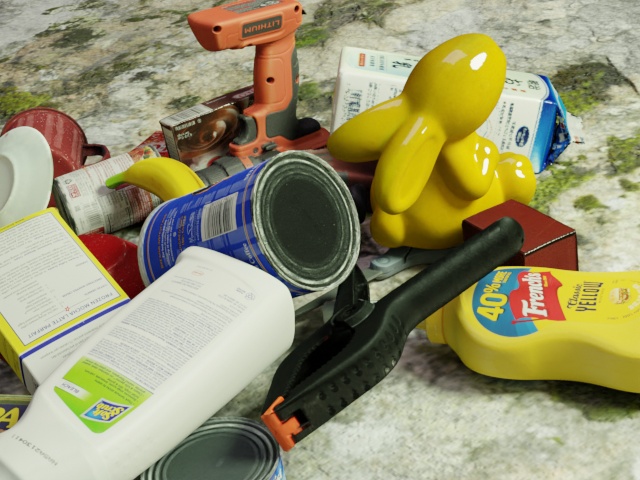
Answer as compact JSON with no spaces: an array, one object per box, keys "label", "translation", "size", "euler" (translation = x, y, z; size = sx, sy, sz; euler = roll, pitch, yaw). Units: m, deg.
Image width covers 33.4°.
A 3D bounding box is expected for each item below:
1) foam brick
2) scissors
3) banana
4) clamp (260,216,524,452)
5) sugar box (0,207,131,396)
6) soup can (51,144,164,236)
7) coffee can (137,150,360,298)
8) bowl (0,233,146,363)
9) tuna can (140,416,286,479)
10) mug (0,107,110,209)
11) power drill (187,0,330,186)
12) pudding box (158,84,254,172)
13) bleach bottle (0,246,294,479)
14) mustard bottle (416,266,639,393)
[{"label":"foam brick","translation":[0.151,0.010,0.808],"size":[0.051,0.053,0.078],"euler":[-23,29,-22]},{"label":"scissors","translation":[0.049,0.011,0.881],"size":[0.201,0.016,0.096],"euler":[-18,31,-16]},{"label":"banana","translation":[-0.121,-0.020,0.922],"size":[0.070,0.037,0.198],"euler":[-52,47,11]},{"label":"clamp","translation":[0.037,0.055,0.690],"size":[0.165,0.036,0.209],"euler":[-23,17,40]},{"label":"sugar box","translation":[-0.188,0.059,0.776],"size":[0.093,0.048,0.176],"euler":[-28,61,-28]},{"label":"soup can","translation":[-0.198,-0.043,1.021],"size":[0.102,0.068,0.069],"euler":[-22,29,-18]},{"label":"coffee can","translation":[-0.055,0.001,0.796],"size":[0.141,0.103,0.102],"euler":[-18,16,45]},{"label":"bowl","translation":[-0.197,0.040,0.878],"size":[0.162,0.055,0.162],"euler":[-9,27,4]},{"label":"tuna can","translation":[-0.064,0.146,0.649],"size":[0.086,0.034,0.086],"euler":[-9,27,4]},{"label":"mug","translation":[-0.275,-0.079,1.101],"size":[0.117,0.093,0.081],"euler":[-3,31,-9]},{"label":"power drill","translation":[-0.072,-0.125,0.998],"size":[0.184,0.188,0.057],"euler":[-24,33,-30]},{"label":"pudding box","translation":[-0.095,-0.095,1.056],"size":[0.113,0.090,0.039],"euler":[-23,28,-21]},{"label":"bleach bottle","translation":[-0.125,0.095,0.656],"size":[0.103,0.068,0.250],"euler":[19,37,29]},{"label":"mustard bottle","translation":[0.148,0.055,0.719],"size":[0.192,0.058,0.096],"euler":[2,35,24]}]
